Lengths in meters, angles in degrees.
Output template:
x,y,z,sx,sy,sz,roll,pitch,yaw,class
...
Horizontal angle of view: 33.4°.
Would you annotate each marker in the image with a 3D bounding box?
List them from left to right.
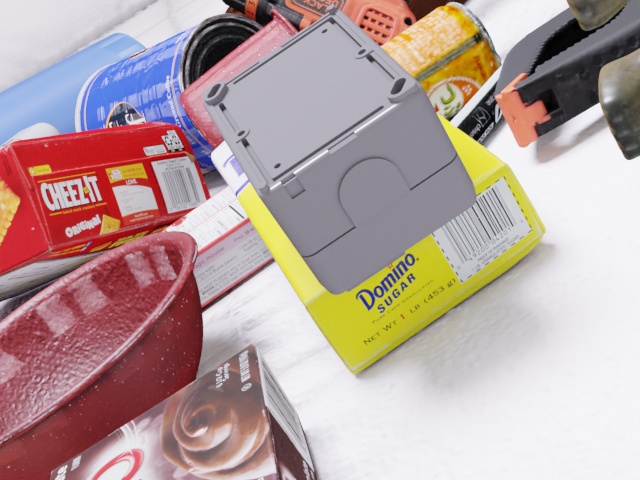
x,y,z,sx,sy,sz,roll,pitch,yaw,class
0.090,-0.074,0.551,0.020,0.020,0.121,-11,29,47,marker

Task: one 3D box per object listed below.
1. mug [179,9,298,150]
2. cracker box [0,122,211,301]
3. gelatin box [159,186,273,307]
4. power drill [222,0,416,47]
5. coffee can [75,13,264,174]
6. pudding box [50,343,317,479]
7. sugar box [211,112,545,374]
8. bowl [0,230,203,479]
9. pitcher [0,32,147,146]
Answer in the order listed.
x,y,z,sx,sy,sz,roll,pitch,yaw,class
-0.027,-0.073,0.654,0.081,0.093,0.117,-38,55,0,mug
-0.202,-0.004,0.687,0.214,0.072,0.163,-21,0,30,cracker box
-0.054,0.001,0.584,0.089,0.030,0.073,-35,21,-8,gelatin box
0.005,-0.229,0.714,0.057,0.184,0.188,-57,-8,-84,power drill
-0.100,-0.096,0.779,0.141,0.102,0.102,-11,29,47,coffee can
-0.045,0.091,0.335,0.090,0.039,0.113,-32,19,5,pudding box
0.014,-0.023,0.467,0.093,0.048,0.176,-35,31,-2,sugar box
-0.108,0.065,0.473,0.162,0.055,0.162,-29,19,11,bowl
-0.252,-0.082,0.962,0.242,0.145,0.149,-36,50,-20,pitcher
